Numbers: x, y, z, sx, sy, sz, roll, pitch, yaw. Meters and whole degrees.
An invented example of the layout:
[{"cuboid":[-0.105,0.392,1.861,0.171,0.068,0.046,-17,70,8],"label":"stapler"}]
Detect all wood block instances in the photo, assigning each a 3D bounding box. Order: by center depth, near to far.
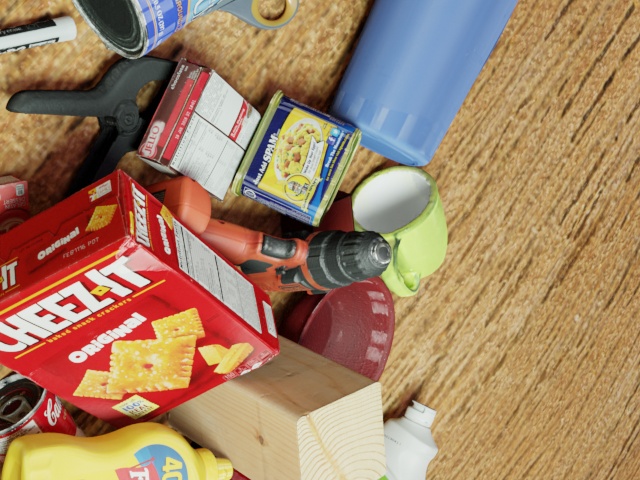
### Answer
[{"cuboid":[-0.047,0.144,0.929,0.090,0.206,0.091,-19,115,-35],"label":"wood block"}]

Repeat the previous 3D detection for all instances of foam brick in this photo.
[{"cuboid":[-0.001,-0.006,1.026,0.051,0.053,0.078,-21,116,-34],"label":"foam brick"}]

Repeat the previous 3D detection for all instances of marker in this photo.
[{"cuboid":[-0.242,-0.150,0.805,0.120,0.020,0.020,-21,115,-34],"label":"marker"}]

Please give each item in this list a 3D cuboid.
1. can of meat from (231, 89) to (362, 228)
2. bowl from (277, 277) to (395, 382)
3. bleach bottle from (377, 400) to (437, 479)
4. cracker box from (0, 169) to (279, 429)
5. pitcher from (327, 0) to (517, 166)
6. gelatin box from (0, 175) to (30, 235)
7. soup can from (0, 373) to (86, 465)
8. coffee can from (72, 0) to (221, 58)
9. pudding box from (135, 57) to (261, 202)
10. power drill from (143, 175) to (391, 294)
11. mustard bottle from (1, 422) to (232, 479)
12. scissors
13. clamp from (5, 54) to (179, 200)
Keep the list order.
[{"cuboid":[-0.020,-0.071,0.957,0.057,0.084,0.102,55,60,-85],"label":"can of meat"},{"cuboid":[0.005,0.102,1.049,0.161,0.055,0.162,-27,126,-44],"label":"bowl"},{"cuboid":[0.066,0.293,1.135,0.068,0.103,0.251,28,85,-46],"label":"bleach bottle"},{"cuboid":[-0.154,0.058,0.829,0.164,0.072,0.213,-27,142,15],"label":"cracker box"},{"cuboid":[0.110,-0.195,1.022,0.149,0.145,0.243,26,89,-11],"label":"pitcher"},{"cuboid":[-0.266,-0.007,0.818,0.089,0.030,0.073,-13,111,-36],"label":"gelatin box"},{"cuboid":[-0.230,0.166,0.874,0.068,0.069,0.102,-42,126,-23],"label":"soup can"},{"cuboid":[-0.117,-0.222,0.833,0.140,0.103,0.103,-40,125,-24],"label":"coffee can"},{"cuboid":[-0.100,-0.090,0.902,0.090,0.039,0.113,-65,156,-5],"label":"pudding box"},{"cuboid":[-0.056,0.001,0.909,0.187,0.185,0.057,21,71,-33],"label":"power drill"},{"cuboid":[-0.156,0.196,0.856,0.191,0.058,0.096,0,102,-37],"label":"mustard bottle"},{"cuboid":[-0.089,-0.192,0.923,0.201,0.016,0.096,-46,127,-20],"label":"scissors"},{"cuboid":[-0.168,-0.090,0.873,0.171,0.039,0.120,-30,131,-33],"label":"clamp"}]
